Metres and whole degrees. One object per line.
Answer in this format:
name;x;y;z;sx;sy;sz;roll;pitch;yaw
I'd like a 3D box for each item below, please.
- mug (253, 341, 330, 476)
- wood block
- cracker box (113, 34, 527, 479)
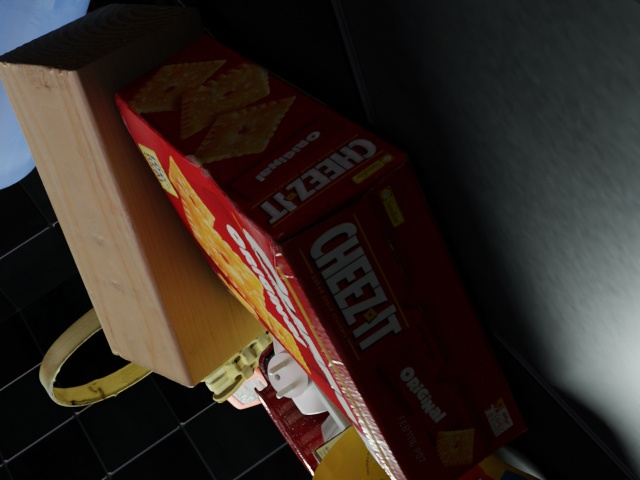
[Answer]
mug;-0.005;0.133;0.922;0.117;0.081;0.093;56;171;0
wood block;-0.103;-0.029;0.645;0.090;0.090;0.206;14;130;43
cracker box;-0.008;0.005;0.523;0.214;0.072;0.164;42;164;55
